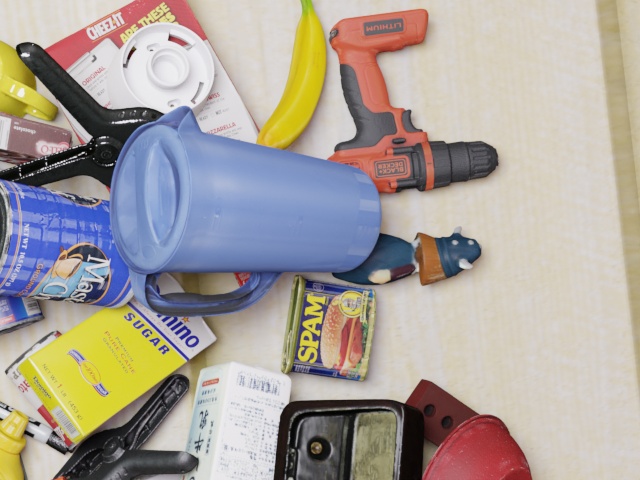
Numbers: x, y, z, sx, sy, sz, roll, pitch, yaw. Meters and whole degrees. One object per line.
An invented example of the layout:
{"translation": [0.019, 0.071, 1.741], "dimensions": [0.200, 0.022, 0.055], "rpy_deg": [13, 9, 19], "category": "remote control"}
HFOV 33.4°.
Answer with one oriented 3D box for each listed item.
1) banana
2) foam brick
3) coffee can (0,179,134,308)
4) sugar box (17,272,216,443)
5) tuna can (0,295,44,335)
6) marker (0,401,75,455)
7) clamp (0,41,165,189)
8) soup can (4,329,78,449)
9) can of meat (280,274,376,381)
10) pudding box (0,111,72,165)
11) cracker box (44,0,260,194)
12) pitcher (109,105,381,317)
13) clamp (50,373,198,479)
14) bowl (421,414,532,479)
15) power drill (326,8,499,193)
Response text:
{"translation": [-0.027, -0.158, 1.090], "dimensions": [0.069, 0.037, 0.197], "rpy_deg": [40, 52, -43], "category": "banana"}
{"translation": [0.127, 0.186, 1.107], "dimensions": [0.078, 0.051, 0.053], "rpy_deg": [34, 84, -3], "category": "foam brick"}
{"translation": [-0.245, 0.005, 0.981], "dimensions": [0.140, 0.103, 0.103], "rpy_deg": [11, 85, -41], "category": "coffee can"}
{"translation": [-0.195, 0.109, 1.044], "dimensions": [0.176, 0.048, 0.093], "rpy_deg": [-36, 91, -35], "category": "sugar box"}
{"translation": [-0.319, 0.076, 1.053], "dimensions": [0.086, 0.086, 0.034], "rpy_deg": [-20, 88, -6], "category": "tuna can"}
{"translation": [-0.304, 0.184, 1.082], "dimensions": [0.121, 0.020, 0.020], "rpy_deg": [28, 85, -3], "category": "marker"}
{"translation": [-0.209, -0.083, 0.998], "dimensions": [0.209, 0.036, 0.165], "rpy_deg": [18, 124, -27], "category": "clamp"}
{"translation": [-0.256, 0.148, 1.064], "dimensions": [0.068, 0.068, 0.102], "rpy_deg": [-41, 91, -6], "category": "soup can"}
{"translation": [0.009, 0.092, 1.099], "dimensions": [0.084, 0.057, 0.102], "rpy_deg": [9, 87, -8], "category": "can of meat"}
{"translation": [-0.312, -0.099, 1.039], "dimensions": [0.113, 0.090, 0.039], "rpy_deg": [14, 81, -38], "category": "pudding box"}
{"translation": [-0.165, -0.127, 1.086], "dimensions": [0.164, 0.072, 0.214], "rpy_deg": [-30, 89, -7], "category": "cracker box"}
{"translation": [-0.065, -0.019, 0.993], "dimensions": [0.242, 0.149, 0.145], "rpy_deg": [6, 57, -40], "category": "pitcher"}
{"translation": [-0.189, 0.215, 1.048], "dimensions": [0.171, 0.120, 0.039], "rpy_deg": [-38, 121, 6], "category": "clamp"}
{"translation": [0.162, 0.257, 1.058], "dimensions": [0.161, 0.055, 0.162], "rpy_deg": [-19, 118, -41], "category": "bowl"}
{"translation": [0.087, -0.143, 1.118], "dimensions": [0.184, 0.057, 0.187], "rpy_deg": [-7, 88, -6], "category": "power drill"}
